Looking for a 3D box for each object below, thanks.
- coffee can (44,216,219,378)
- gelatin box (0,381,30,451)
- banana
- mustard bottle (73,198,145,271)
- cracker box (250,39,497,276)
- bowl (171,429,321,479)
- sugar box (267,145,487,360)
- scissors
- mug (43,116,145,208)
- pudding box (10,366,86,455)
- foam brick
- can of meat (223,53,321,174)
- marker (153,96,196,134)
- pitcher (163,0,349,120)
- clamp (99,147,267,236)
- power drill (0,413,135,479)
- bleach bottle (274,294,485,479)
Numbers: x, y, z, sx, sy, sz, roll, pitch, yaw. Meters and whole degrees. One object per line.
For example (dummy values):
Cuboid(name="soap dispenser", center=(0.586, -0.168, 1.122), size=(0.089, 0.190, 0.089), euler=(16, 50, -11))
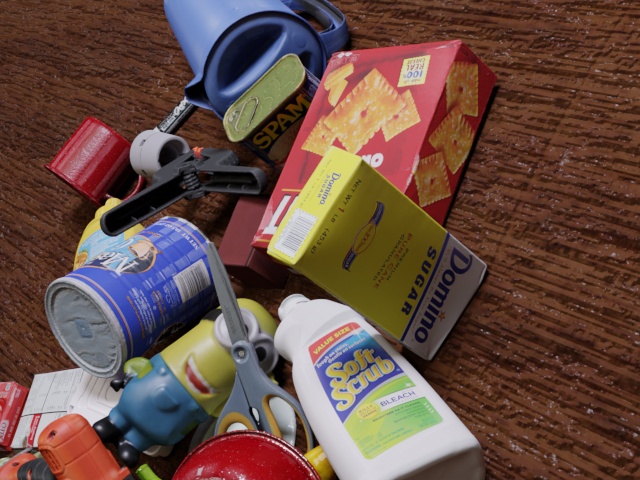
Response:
Cuboid(name="coffee can", center=(-0.174, 0.052, 1.014), size=(0.103, 0.103, 0.140), euler=(-4, 23, 43))
Cuboid(name="gelatin box", center=(-0.373, 0.199, 1.211), size=(0.089, 0.030, 0.073), euler=(-8, 58, 42))
Cuboid(name="banana", center=(-0.064, 0.209, 0.873), size=(0.198, 0.069, 0.037), euler=(-13, 12, 22))
Cuboid(name="mustard bottle", center=(-0.230, 0.029, 1.169), size=(0.096, 0.058, 0.191), euler=(-32, 45, 27))
Cuboid(name="cracker box", center=(0.045, -0.070, 0.959), size=(0.164, 0.072, 0.213), euler=(6, 68, 47))
Cuboid(name="bowl", center=(-0.071, 0.228, 0.824), size=(0.162, 0.055, 0.162), euler=(-5, 79, 27))
Cuboid(name="sugar box", center=(0.049, 0.014, 0.812), size=(0.093, 0.176, 0.048), euler=(-57, 37, -3))
Cuboid(name="scissors", center=(-0.076, 0.111, 0.896), size=(0.096, 0.016, 0.202), euler=(-34, 82, 17))
Cuboid(name="mug", center=(-0.259, -0.087, 1.269), size=(0.117, 0.093, 0.081), euler=(33, 82, 20))
Cuboid(name="pudding box", center=(-0.268, 0.180, 1.113), size=(0.114, 0.039, 0.090), euler=(-12, 54, 40))
Cuboid(name="foam brick", center=(-0.057, 0.001, 1.024), size=(0.051, 0.053, 0.078), euler=(1, 62, 45))
Cuboid(name="can of meat", center=(-0.031, -0.120, 1.060), size=(0.102, 0.083, 0.057), euler=(-41, 41, 15))
Cuboid(name="marker", center=(-0.158, -0.162, 1.266), size=(0.121, 0.020, 0.020), euler=(-46, 40, 10))
Cuboid(name="pitcher", center=(-0.084, -0.231, 1.172), size=(0.145, 0.149, 0.243), euler=(-61, 33, 20))
Cuboid(name="clamp", center=(-0.140, -0.057, 1.084), size=(0.164, 0.036, 0.210), euler=(-17, 17, -3))
Cuboid(name="power drill", center=(-0.213, 0.246, 0.950), size=(0.057, 0.184, 0.188), euler=(-33, 6, -41))
Cuboid(name="bleach bottle", center=(0.022, 0.119, 0.836), size=(0.102, 0.068, 0.251), euler=(-23, 35, -16))
